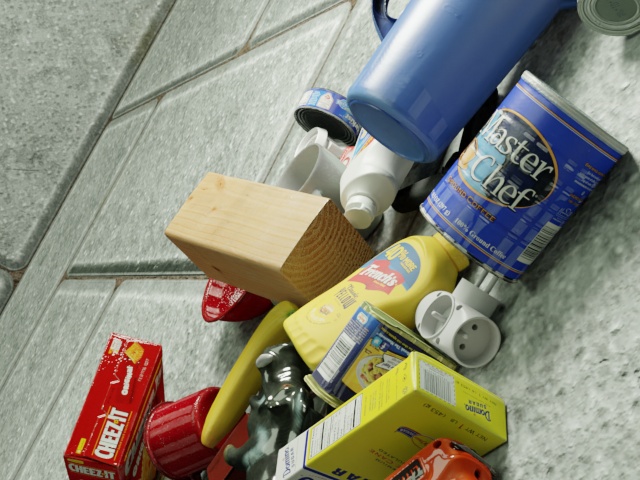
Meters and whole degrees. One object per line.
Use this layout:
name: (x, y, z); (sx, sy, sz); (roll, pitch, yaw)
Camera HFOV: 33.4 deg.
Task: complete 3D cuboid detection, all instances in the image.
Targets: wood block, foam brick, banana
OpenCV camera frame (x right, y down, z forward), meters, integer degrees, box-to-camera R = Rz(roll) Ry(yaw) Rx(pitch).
wood block: (-0.058, 0.002, 1.115); (0.206, 0.090, 0.090); (15, 64, 48)
foam brick: (-0.070, 0.224, 1.071); (0.078, 0.051, 0.053); (-55, 21, 9)
banana: (-0.068, 0.127, 1.088); (0.198, 0.037, 0.069); (-58, -6, 27)

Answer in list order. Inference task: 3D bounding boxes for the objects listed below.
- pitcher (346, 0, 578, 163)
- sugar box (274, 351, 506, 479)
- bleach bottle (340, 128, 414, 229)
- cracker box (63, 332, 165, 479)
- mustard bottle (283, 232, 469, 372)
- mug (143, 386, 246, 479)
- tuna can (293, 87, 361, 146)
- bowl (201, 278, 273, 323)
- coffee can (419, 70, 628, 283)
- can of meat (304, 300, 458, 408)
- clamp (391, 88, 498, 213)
pitcher: (0.126, -0.203, 1.036); (0.242, 0.145, 0.149); (-53, 28, -10)
sugar box: (0.051, 0.162, 0.836); (0.176, 0.093, 0.048); (-44, 25, 34)
bleach bottle: (0.079, -0.112, 1.128); (0.103, 0.068, 0.250); (-40, 20, 46)
cracker box: (-0.232, 0.237, 1.249); (0.214, 0.072, 0.164); (98, -175, -51)
mustard bottle: (0.062, 0.049, 0.961); (0.191, 0.058, 0.096); (-35, 26, -2)
mug: (-0.129, 0.220, 1.165); (0.082, 0.093, 0.117); (-28, 69, 36)
tuna can: (0.012, -0.156, 1.350); (0.086, 0.086, 0.033); (-11, 49, 62)
bowl: (-0.082, 0.042, 1.329); (0.162, 0.055, 0.162); (-46, 25, 28)
coffee can: (0.163, -0.051, 0.863); (0.140, 0.102, 0.103); (-53, 22, 15)
can of meat: (0.052, 0.111, 0.892); (0.084, 0.102, 0.057); (-55, 22, 2)
clamp: (0.143, -0.074, 1.026); (0.164, 0.036, 0.210); (-56, 18, 7)
